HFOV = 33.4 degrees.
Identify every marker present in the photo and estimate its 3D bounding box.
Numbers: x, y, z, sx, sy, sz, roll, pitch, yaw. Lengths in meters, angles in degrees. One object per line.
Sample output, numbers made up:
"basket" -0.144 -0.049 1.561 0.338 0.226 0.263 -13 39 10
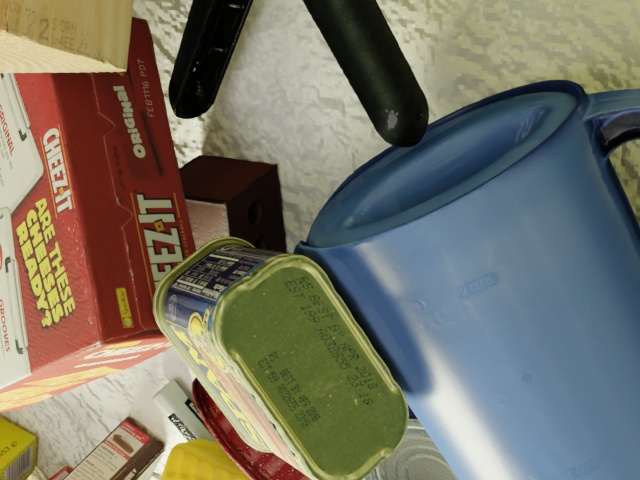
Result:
"marker" -0.062 0.140 0.680 0.121 0.020 0.020 50 130 -3

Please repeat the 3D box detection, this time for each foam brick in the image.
"foam brick" -0.054 0.001 0.574 0.051 0.052 0.078 10 121 26

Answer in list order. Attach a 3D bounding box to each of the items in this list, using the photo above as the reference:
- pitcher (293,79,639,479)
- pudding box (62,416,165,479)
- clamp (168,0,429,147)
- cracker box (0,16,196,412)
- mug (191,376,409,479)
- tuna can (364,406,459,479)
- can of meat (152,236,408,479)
"pitcher" 0.112 0.058 0.465 0.243 0.144 0.149 59 161 -15
"pudding box" -0.156 0.185 0.718 0.039 0.089 0.114 35 128 7
"clamp" -0.028 -0.143 0.473 0.165 0.036 0.210 3 106 47
"cracker box" -0.154 -0.003 0.570 0.214 0.071 0.164 -25 75 46
"mug" -0.014 0.072 0.549 0.081 0.093 0.117 -44 121 7
"tuna can" 0.066 0.123 0.584 0.086 0.033 0.086 15 123 24
"can of meat" -0.017 0.050 0.453 0.102 0.057 0.084 56 163 -15
